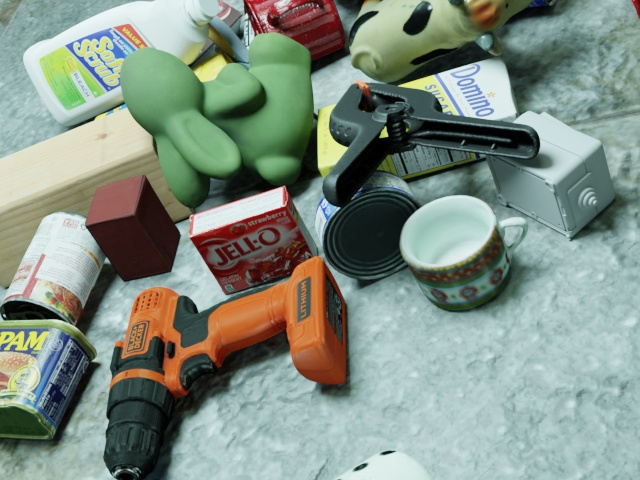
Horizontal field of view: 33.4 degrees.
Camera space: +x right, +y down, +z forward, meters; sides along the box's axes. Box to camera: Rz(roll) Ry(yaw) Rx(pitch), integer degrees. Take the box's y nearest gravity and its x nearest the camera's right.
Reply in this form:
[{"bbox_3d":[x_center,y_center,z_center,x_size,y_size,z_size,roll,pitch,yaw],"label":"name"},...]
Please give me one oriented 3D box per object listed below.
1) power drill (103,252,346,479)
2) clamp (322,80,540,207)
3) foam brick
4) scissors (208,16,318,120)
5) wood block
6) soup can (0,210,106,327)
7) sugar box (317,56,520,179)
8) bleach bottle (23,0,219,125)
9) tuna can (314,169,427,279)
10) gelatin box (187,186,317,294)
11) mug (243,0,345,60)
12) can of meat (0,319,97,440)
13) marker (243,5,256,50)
[{"bbox_3d":[-0.075,0.092,0.817,0.188,0.057,0.184,-15,41,15],"label":"power drill"},{"bbox_3d":[0.052,-0.084,0.845,0.164,0.036,0.210,-17,27,-15],"label":"clamp"},{"bbox_3d":[-0.169,-0.010,0.964,0.051,0.078,0.053,-10,42,17],"label":"foam brick"},{"bbox_3d":[-0.061,-0.168,1.109,0.016,0.096,0.202,-41,72,-10],"label":"scissors"},{"bbox_3d":[-0.235,-0.046,1.031,0.206,0.090,0.091,-21,39,9],"label":"wood block"},{"bbox_3d":[-0.236,0.032,0.957,0.069,0.068,0.102,-4,50,26],"label":"soup can"},{"bbox_3d":[0.086,-0.101,0.944,0.176,0.048,0.093,-17,40,14],"label":"sugar box"},{"bbox_3d":[-0.204,-0.206,1.122,0.251,0.102,0.068,-20,10,39],"label":"bleach bottle"},{"bbox_3d":[0.039,-0.013,0.844,0.086,0.086,0.034,-25,38,3],"label":"tuna can"},{"bbox_3d":[-0.056,0.001,0.891,0.089,0.073,0.030,-17,40,12],"label":"gelatin box"},{"bbox_3d":[-0.026,-0.226,1.094,0.081,0.117,0.093,-23,80,-3],"label":"mug"},{"bbox_3d":[-0.250,0.117,0.891,0.102,0.057,0.084,-3,48,28],"label":"can of meat"},{"bbox_3d":[-0.077,-0.235,1.201,0.020,0.020,0.121,-18,41,11],"label":"marker"}]
